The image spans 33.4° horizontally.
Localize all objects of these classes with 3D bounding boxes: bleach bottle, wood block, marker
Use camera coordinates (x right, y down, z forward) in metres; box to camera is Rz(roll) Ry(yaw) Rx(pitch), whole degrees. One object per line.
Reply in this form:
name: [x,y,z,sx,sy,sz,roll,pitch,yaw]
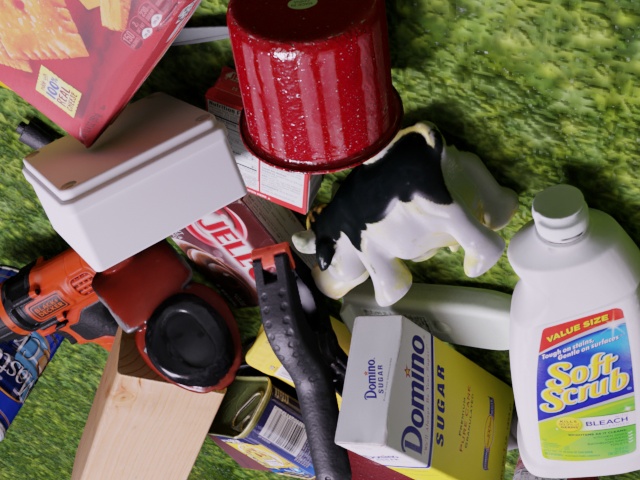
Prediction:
bleach bottle: [0.161,0.062,0.690,0.103,0.068,0.250,-7,136,16]
wood block: [-0.154,0.162,0.934,0.090,0.090,0.206,14,127,-14]
marker: [-0.179,-0.054,0.817,0.121,0.020,0.020,33,148,-11]

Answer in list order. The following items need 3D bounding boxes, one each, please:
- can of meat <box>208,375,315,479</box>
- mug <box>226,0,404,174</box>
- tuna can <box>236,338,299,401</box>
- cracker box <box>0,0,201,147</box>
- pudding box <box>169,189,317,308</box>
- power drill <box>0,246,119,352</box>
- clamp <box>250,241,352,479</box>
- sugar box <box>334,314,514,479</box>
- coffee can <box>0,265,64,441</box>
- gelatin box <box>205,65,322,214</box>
can of meat: [-0.042,0.162,0.916,0.084,0.057,0.102,36,159,-20]
mug: [-0.010,-0.103,0.574,0.117,0.093,0.081,50,160,39]
tuna can: [-0.033,0.123,0.953,0.086,0.033,0.086,19,147,12]
cracker box: [-0.172,-0.169,0.583,0.213,0.072,0.164,38,144,-11]
pudding box: [-0.055,0.001,0.788,0.090,0.039,0.113,-7,136,40]
power drill: [-0.215,0.093,0.969,0.185,0.057,0.187,-26,129,22]
clamp: [-0.006,0.085,0.738,0.039,0.120,0.171,-20,119,15]
sugar box: [0.081,0.125,0.774,0.048,0.093,0.176,-4,155,34]
coffee can: [-0.318,0.110,1.038,0.103,0.140,0.103,19,147,12]
gelatin box: [-0.035,-0.064,0.689,0.073,0.030,0.089,22,147,10]
